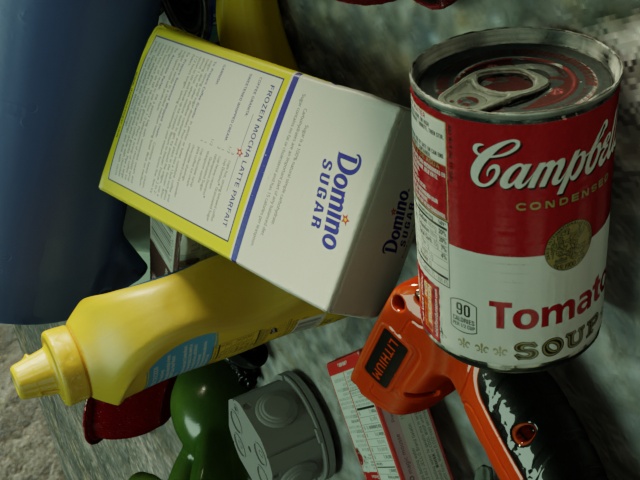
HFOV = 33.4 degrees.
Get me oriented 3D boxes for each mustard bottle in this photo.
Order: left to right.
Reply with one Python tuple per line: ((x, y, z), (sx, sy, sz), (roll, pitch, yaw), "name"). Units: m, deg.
((-0.071, 0.043, 0.577), (0.058, 0.191, 0.096), (66, 158, 11), "mustard bottle")

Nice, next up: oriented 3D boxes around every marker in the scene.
((-0.081, 0.068, 0.853), (0.121, 0.020, 0.020), (57, 155, 30), "marker")

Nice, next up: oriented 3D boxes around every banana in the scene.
((-0.014, -0.069, 0.553), (0.198, 0.037, 0.070), (66, 158, 11), "banana")

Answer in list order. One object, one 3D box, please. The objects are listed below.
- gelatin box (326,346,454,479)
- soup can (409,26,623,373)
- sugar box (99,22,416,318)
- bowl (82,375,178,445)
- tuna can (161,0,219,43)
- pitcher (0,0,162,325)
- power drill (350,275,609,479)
((0.038, 0.100, 0.575), (0.073, 0.030, 0.089), (135, 116, -73), "gelatin box")
((0.066, -0.014, 0.370), (0.069, 0.068, 0.102), (43, 146, 49), "soup can")
((-0.028, -0.037, 0.504), (0.176, 0.048, 0.093), (26, 100, 39), "sugar box")
((-0.147, 0.109, 0.931), (0.055, 0.162, 0.162), (19, 143, 6), "bowl")
((-0.069, -0.156, 0.613), (0.086, 0.033, 0.086), (50, 151, 41), "tuna can")
((-0.169, -0.086, 0.599), (0.145, 0.148, 0.243), (40, 124, 35), "pitcher")
((0.085, 0.111, 0.451), (0.188, 0.057, 0.185), (57, 151, 23), "power drill")
